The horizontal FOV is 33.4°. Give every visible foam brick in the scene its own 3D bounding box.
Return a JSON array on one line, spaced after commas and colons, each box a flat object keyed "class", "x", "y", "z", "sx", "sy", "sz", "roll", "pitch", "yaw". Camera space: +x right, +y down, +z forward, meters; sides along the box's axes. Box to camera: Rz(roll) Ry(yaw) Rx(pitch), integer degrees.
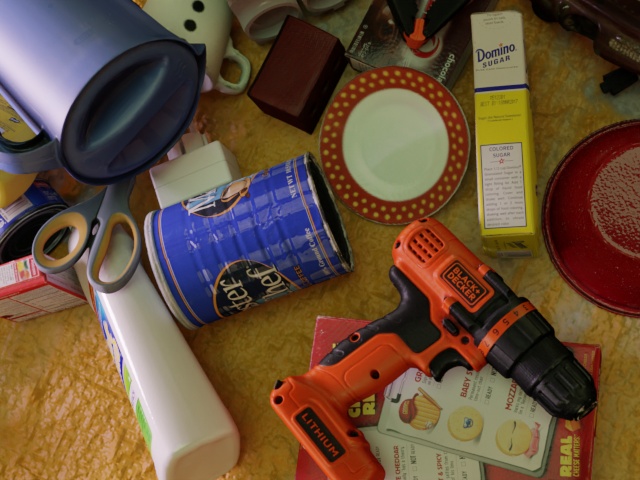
[{"class": "foam brick", "x": -0.017, "y": -0.139, "z": 0.902, "sx": 0.051, "sy": 0.053, "sz": 0.078, "roll": 25, "pitch": 86, "yaw": 17}]

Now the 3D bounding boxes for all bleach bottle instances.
[{"class": "bleach bottle", "x": -0.148, "y": 0.076, "z": 0.875, "sx": 0.068, "sy": 0.103, "sz": 0.251, "roll": -22, "pitch": 63, "yaw": -18}]

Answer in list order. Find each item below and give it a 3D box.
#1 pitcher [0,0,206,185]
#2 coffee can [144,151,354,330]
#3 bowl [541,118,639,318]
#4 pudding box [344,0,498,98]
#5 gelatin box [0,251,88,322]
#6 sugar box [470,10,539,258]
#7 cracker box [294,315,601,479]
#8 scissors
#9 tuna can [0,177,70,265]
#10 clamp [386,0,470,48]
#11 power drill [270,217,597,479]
[{"class": "pitcher", "x": -0.222, "y": -0.158, "z": 0.837, "sx": 0.243, "sy": 0.149, "sz": 0.145, "roll": 41, "pitch": 108, "yaw": 24}, {"class": "coffee can", "x": -0.056, "y": 0.001, "z": 0.855, "sx": 0.140, "sy": 0.102, "sz": 0.103, "roll": -20, "pitch": 75, "yaw": 8}, {"class": "bowl", "x": 0.250, "y": -0.024, "z": 0.812, "sx": 0.162, "sy": 0.055, "sz": 0.162, "roll": -3, "pitch": 78, "yaw": 12}, {"class": "pudding box", "x": 0.086, "y": -0.180, "z": 0.892, "sx": 0.090, "sy": 0.039, "sz": 0.113, "roll": 26, "pitch": 86, "yaw": 16}, {"class": "gelatin box", "x": -0.246, "y": 0.040, "z": 0.900, "sx": 0.073, "sy": 0.089, "sz": 0.030, "roll": -16, "pitch": 74, "yaw": 9}, {"class": "sugar box", "x": 0.144, "y": -0.079, "z": 0.829, "sx": 0.048, "sy": 0.093, "sz": 0.176, "roll": -1, "pitch": 79, "yaw": 12}, {"class": "cracker box", "x": 0.096, "y": 0.151, "z": 0.804, "sx": 0.214, "sy": 0.072, "sz": 0.164, "roll": 5, "pitch": 78, "yaw": 16}, {"class": "scissors", "x": -0.182, "y": -0.044, "z": 0.878, "sx": 0.096, "sy": 0.016, "sz": 0.201, "roll": -3, "pitch": 56, "yaw": 2}, {"class": "tuna can", "x": -0.256, "y": -0.011, "z": 0.915, "sx": 0.086, "sy": 0.086, "sz": 0.034, "roll": -45, "pitch": 74, "yaw": 1}, {"class": "clamp", "x": 0.106, "y": -0.258, "z": 0.861, "sx": 0.164, "sy": 0.036, "sz": 0.210, "roll": 5, "pitch": 85, "yaw": 0}, {"class": "power drill", "x": 0.073, "y": 0.100, "z": 0.754, "sx": 0.187, "sy": 0.057, "sz": 0.184, "roll": -42, "pitch": 65, "yaw": -4}]
